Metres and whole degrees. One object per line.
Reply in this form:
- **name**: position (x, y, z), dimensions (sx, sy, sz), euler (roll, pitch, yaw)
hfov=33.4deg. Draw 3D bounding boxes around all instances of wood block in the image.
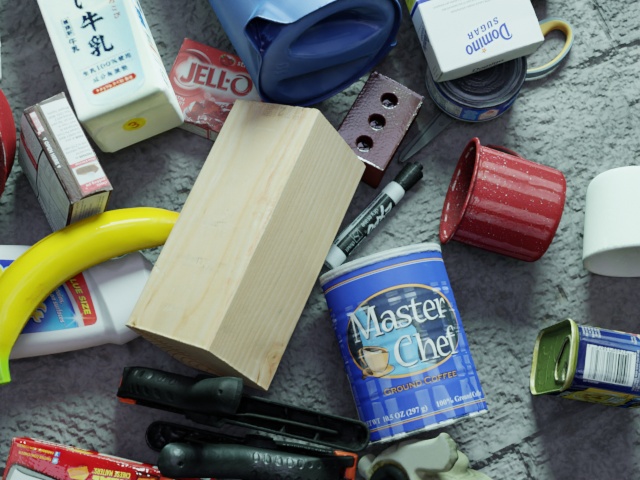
- **wood block**: position (-0.056, 0.001, 0.851), dimensions (0.090, 0.090, 0.206), euler (12, 70, 35)

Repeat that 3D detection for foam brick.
- **foam brick**: position (0.046, -0.095, 0.918), dimensions (0.053, 0.051, 0.078), euler (29, 78, 3)

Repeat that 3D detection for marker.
- **marker**: position (0.046, -0.023, 0.920), dimensions (0.020, 0.020, 0.121), euler (42, 79, 6)

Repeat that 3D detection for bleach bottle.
- **bleach bottle**: position (-0.234, 0.043, 0.870), dimensions (0.250, 0.068, 0.102), euler (-6, 77, -7)

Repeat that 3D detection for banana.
- **banana**: position (-0.193, 0.024, 0.833), dimensions (0.197, 0.037, 0.069), euler (-41, 106, -19)

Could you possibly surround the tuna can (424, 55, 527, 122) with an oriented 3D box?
- **tuna can**: position (0.135, -0.148, 0.926), dimensions (0.086, 0.034, 0.086), euler (0, 76, -1)

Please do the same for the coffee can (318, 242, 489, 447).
- **coffee can**: position (0.066, 0.084, 0.855), dimensions (0.102, 0.103, 0.140), euler (-15, 79, -6)

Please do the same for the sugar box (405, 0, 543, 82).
- **sugar box**: position (0.112, -0.229, 0.895), dimensions (0.093, 0.048, 0.176), euler (-18, 87, -5)

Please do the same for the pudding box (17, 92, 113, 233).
- **pudding box**: position (-0.209, -0.053, 0.865), dimensions (0.039, 0.114, 0.090), euler (-26, 81, -22)

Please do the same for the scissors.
- **scissors**: position (0.133, -0.156, 0.955), dimensions (0.201, 0.016, 0.096), euler (-29, 79, -8)

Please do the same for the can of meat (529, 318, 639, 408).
- **can of meat**: position (0.225, 0.102, 0.862), dimensions (0.084, 0.102, 0.057), euler (10, 77, -3)

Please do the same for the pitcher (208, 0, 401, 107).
- **pitcher**: position (-0.041, -0.239, 0.900), dimensions (0.145, 0.149, 0.243), euler (-28, 68, -9)

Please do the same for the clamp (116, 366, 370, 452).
- **clamp**: position (-0.075, 0.127, 0.824), dimensions (0.164, 0.210, 0.036), euler (27, 71, -41)

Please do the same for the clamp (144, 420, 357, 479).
- **clamp**: position (-0.059, 0.171, 0.845), dimensions (0.171, 0.120, 0.039), euler (13, 93, -22)

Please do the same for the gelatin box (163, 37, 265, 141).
- **gelatin box**: position (-0.090, -0.127, 0.929), dimensions (0.089, 0.030, 0.073), euler (21, 78, 1)

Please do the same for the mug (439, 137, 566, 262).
- **mug**: position (0.154, -0.038, 0.901), dimensions (0.081, 0.093, 0.117), euler (16, 41, -5)
